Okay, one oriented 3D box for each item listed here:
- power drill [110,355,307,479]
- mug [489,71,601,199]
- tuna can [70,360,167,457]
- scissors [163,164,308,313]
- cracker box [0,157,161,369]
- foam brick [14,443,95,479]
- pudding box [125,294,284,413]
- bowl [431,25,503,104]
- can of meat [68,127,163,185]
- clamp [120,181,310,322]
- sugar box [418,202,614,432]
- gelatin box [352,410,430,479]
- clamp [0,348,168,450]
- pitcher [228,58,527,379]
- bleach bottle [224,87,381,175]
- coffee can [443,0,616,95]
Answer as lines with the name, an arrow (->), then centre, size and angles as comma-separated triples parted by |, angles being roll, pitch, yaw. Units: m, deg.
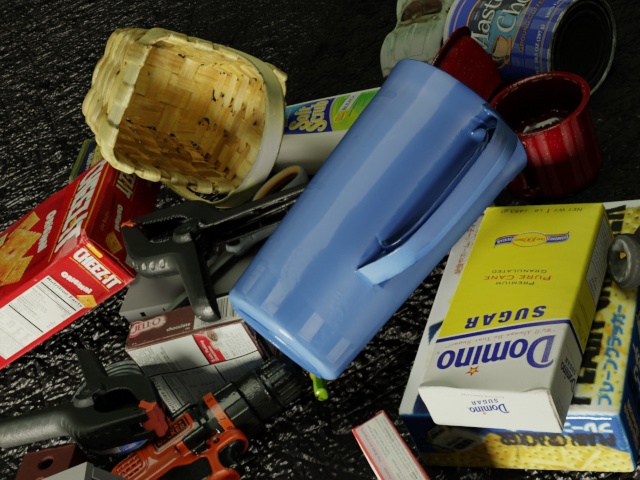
power drill -> -0.061, 0.183, 0.814 | 0.184, 0.057, 0.188 | -37, 33, -6
mug -> 0.198, -0.084, 0.954 | 0.093, 0.081, 0.117 | 9, 49, 40
tuna can -> -0.180, 0.150, 0.951 | 0.086, 0.033, 0.086 | -18, 37, 14
scissors -> -0.056, 0.001, 0.963 | 0.096, 0.016, 0.201 | 4, 46, 38
cracker box -> -0.273, 0.018, 1.095 | 0.214, 0.072, 0.164 | -32, 30, 25
foam brick -> -0.220, 0.216, 0.880 | 0.053, 0.051, 0.078 | -14, 37, 17
pudding box -> -0.097, 0.098, 0.914 | 0.114, 0.090, 0.039 | -15, 39, 16
bowl -> 0.129, -0.117, 1.009 | 0.055, 0.162, 0.162 | 26, 56, 15
can of meat -> -0.239, -0.084, 1.261 | 0.084, 0.057, 0.102 | -12, 39, 16
clamp -> -0.101, -0.005, 0.952 | 0.164, 0.036, 0.210 | -43, 33, -25
sugar box -> 0.139, 0.048, 0.742 | 0.093, 0.048, 0.176 | -2, 41, 32
gelatin box -> 0.062, 0.171, 0.733 | 0.030, 0.073, 0.089 | -31, 36, -5
clamp -> -0.187, 0.134, 0.903 | 0.172, 0.039, 0.120 | -2, 38, 32
pitcher -> 0.045, -0.013, 0.832 | 0.145, 0.149, 0.242 | 35, 80, 23
bleach bottle -> -0.013, -0.107, 1.140 | 0.251, 0.068, 0.102 | -4, 41, 33
coffee can -> 0.209, -0.202, 1.076 | 0.102, 0.102, 0.141 | -43, 38, -21
